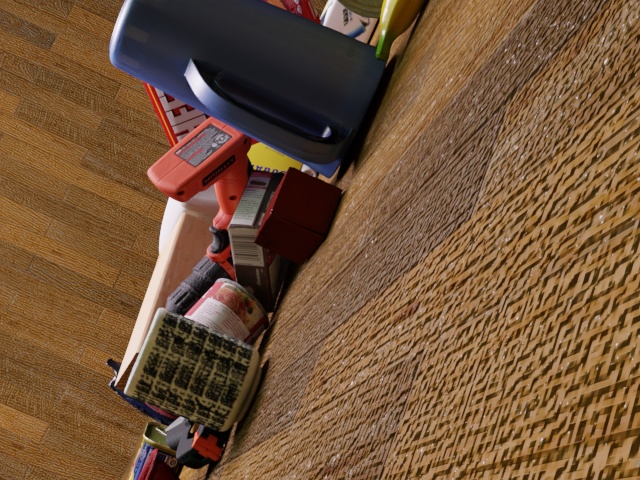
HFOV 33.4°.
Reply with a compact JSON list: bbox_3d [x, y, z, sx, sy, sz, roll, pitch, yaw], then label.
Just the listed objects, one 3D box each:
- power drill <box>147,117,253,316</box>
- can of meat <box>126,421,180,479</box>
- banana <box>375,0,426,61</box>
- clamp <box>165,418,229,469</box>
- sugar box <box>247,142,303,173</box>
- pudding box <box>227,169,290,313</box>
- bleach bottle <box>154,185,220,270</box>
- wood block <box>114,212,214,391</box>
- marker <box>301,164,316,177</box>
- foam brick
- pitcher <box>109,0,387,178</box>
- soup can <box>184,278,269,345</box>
[{"bbox_3d":[-0.109,-0.019,1.087,0.184,0.057,0.187,-45,-36,-21],"label":"power drill"},{"bbox_3d":[-0.205,0.281,1.323,0.102,0.057,0.084,-148,80,-84],"label":"can of meat"},{"bbox_3d":[0.097,-0.247,0.912,0.069,0.037,0.198,-99,28,-46],"label":"banana"},{"bbox_3d":[-0.107,0.165,1.034,0.120,0.039,0.172,-65,14,-4],"label":"clamp"},{"bbox_3d":[-0.071,-0.117,1.521,0.048,0.093,0.176,137,156,-75],"label":"sugar box"},{"bbox_3d":[-0.057,0.001,1.049,0.090,0.039,0.113,-73,-14,-46],"label":"pudding box"},{"bbox_3d":[-0.169,-0.001,1.384,0.251,0.102,0.068,123,146,-50],"label":"bleach bottle"},{"bbox_3d":[-0.159,0.083,1.248,0.091,0.090,0.206,126,162,-47],"label":"wood block"},{"bbox_3d":[-0.011,-0.097,1.286,0.121,0.020,0.020,-81,17,-67],"label":"marker"},{"bbox_3d":[-0.021,-0.021,0.949,0.078,0.053,0.051,129,164,-65],"label":"foam brick"},{"bbox_3d":[-0.069,-0.159,0.989,0.149,0.242,0.145,146,147,-78],"label":"pitcher"},{"bbox_3d":[-0.106,0.095,1.014,0.102,0.068,0.069,-48,-3,-27],"label":"soup can"}]
